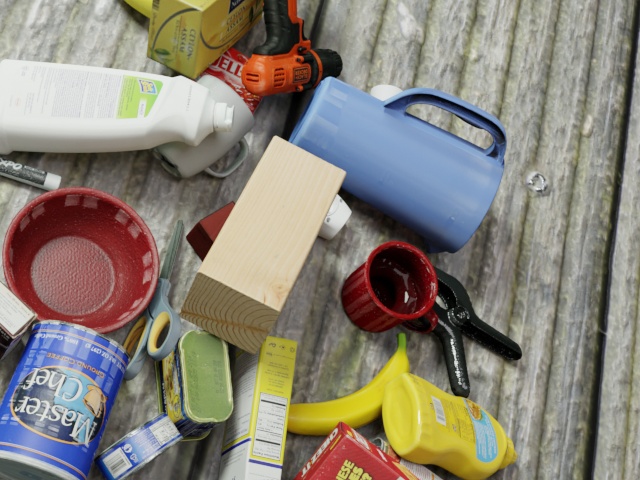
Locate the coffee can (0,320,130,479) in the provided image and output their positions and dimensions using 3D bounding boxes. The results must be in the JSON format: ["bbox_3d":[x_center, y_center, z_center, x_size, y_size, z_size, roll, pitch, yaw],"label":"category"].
[{"bbox_3d":[-0.254,0.162,1.028,0.102,0.103,0.140,24,61,-15],"label":"coffee can"}]

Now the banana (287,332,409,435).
[{"bbox_3d":[0.034,0.177,1.195,0.197,0.037,0.069,-27,78,-30],"label":"banana"}]

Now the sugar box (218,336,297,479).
[{"bbox_3d":[-0.067,0.194,1.108,0.048,0.093,0.176,13,66,-19],"label":"sugar box"}]

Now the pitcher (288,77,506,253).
[{"bbox_3d":[0.093,-0.103,1.272,0.242,0.145,0.149,28,72,-7],"label":"pitcher"}]

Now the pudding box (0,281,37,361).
[{"bbox_3d":[-0.335,0.059,1.039,0.113,0.090,0.039,42,58,-5],"label":"pudding box"}]

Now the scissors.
[{"bbox_3d":[-0.160,0.055,1.127,0.016,0.096,0.201,38,59,-31],"label":"scissors"}]

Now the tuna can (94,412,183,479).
[{"bbox_3d":[-0.180,0.207,1.055,0.086,0.086,0.034,-32,84,-31],"label":"tuna can"}]

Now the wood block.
[{"bbox_3d":[-0.057,0.002,1.112,0.091,0.090,0.206,27,50,-3],"label":"wood block"}]

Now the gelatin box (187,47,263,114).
[{"bbox_3d":[-0.109,-0.191,1.280,0.089,0.030,0.073,32,59,-10],"label":"gelatin box"}]

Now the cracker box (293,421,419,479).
[{"bbox_3d":[0.056,0.315,1.093,0.213,0.072,0.164,38,90,-6],"label":"cracker box"}]

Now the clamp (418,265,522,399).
[{"bbox_3d":[0.170,0.098,1.289,0.120,0.039,0.171,-15,74,-41],"label":"clamp"}]

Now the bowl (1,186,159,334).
[{"bbox_3d":[-0.252,0.028,1.111,0.162,0.055,0.162,9,66,-21],"label":"bowl"}]

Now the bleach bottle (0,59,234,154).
[{"bbox_3d":[-0.219,-0.134,1.138,0.251,0.068,0.102,5,66,-1],"label":"bleach bottle"}]

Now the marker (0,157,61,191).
[{"bbox_3d":[-0.337,-0.078,1.135,0.121,0.020,0.020,18,63,-18],"label":"marker"}]

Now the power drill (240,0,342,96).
[{"bbox_3d":[-0.026,-0.269,1.263,0.184,0.057,0.188,-25,120,-56],"label":"power drill"}]

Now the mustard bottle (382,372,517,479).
[{"bbox_3d":[0.155,0.220,1.203,0.191,0.058,0.096,26,37,-34],"label":"mustard bottle"}]

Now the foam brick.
[{"bbox_3d":[-0.103,0.006,1.190,0.051,0.053,0.078,-32,86,-32],"label":"foam brick"}]

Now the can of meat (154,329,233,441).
[{"bbox_3d":[-0.130,0.149,1.102,0.057,0.084,0.102,1,69,-25],"label":"can of meat"}]

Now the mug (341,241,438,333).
[{"bbox_3d":[0.085,0.065,1.237,0.117,0.082,0.093,39,59,-6],"label":"mug"}]
